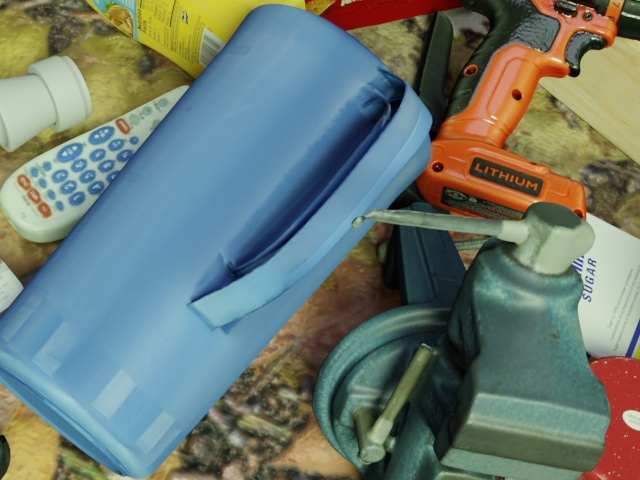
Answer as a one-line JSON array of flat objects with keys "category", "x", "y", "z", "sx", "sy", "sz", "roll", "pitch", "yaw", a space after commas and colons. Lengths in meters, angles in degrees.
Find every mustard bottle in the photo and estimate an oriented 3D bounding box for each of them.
[{"category": "mustard bottle", "x": -0.104, "y": -0.165, "z": 0.683, "sx": 0.192, "sy": 0.096, "sz": 0.058, "roll": 33, "pitch": 58, "yaw": 9}]

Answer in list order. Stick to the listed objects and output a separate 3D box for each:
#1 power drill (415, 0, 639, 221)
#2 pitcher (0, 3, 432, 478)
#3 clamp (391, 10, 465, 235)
[{"category": "power drill", "x": 0.147, "y": -0.095, "z": 0.644, "sx": 0.184, "sy": 0.057, "sz": 0.187, "roll": 17, "pitch": 75, "yaw": 11}, {"category": "pitcher", "x": -0.054, "y": 0.001, "z": 0.557, "sx": 0.145, "sy": 0.149, "sz": 0.242, "roll": 32, "pitch": 69, "yaw": 17}, {"category": "clamp", "x": 0.064, "y": -0.083, "z": 0.705, "sx": 0.120, "sy": 0.039, "sz": 0.171, "roll": -22, "pitch": 73, "yaw": -18}]
